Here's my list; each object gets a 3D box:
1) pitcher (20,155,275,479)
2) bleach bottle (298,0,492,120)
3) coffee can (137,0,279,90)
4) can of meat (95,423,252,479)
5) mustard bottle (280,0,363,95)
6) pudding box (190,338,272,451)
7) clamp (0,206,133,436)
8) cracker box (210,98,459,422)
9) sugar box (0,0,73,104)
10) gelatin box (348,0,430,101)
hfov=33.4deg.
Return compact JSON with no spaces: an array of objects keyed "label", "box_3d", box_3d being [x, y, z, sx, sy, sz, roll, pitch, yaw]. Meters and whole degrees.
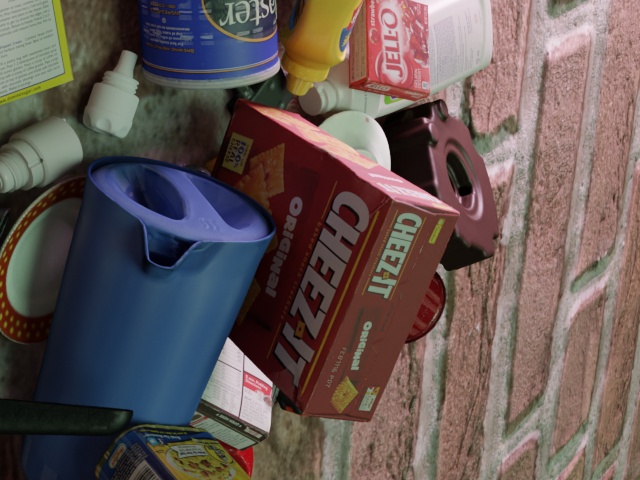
[{"label":"pitcher","box_3d":[-0.131,0.067,0.771,0.148,0.145,0.243,-2,120,-50]},{"label":"bleach bottle","box_3d":[0.071,-0.179,1.026,0.250,0.068,0.102,-30,120,-41]},{"label":"coffee can","box_3d":[-0.082,-0.189,0.763,0.102,0.103,0.140,-30,127,-46]},{"label":"can of meat","box_3d":[-0.090,0.170,0.716,0.101,0.084,0.057,20,106,-53]},{"label":"mustard bottle","box_3d":[0.010,-0.202,0.862,0.096,0.058,0.192,-80,-169,-56]},{"label":"pudding box","box_3d":[-0.082,0.105,0.887,0.090,0.039,0.113,34,39,-34]},{"label":"clamp","box_3d":[-0.233,0.100,0.659,0.209,0.164,0.036,-38,179,-15]},{"label":"cracker box","box_3d":[-0.016,0.007,0.785,0.072,0.214,0.164,11,107,-37]},{"label":"sugar box","box_3d":[-0.209,-0.171,0.642,0.093,0.048,0.176,-31,125,-44]},{"label":"gelatin box","box_3d":[0.062,-0.174,0.958,0.073,0.030,0.089,7,78,-35]}]
